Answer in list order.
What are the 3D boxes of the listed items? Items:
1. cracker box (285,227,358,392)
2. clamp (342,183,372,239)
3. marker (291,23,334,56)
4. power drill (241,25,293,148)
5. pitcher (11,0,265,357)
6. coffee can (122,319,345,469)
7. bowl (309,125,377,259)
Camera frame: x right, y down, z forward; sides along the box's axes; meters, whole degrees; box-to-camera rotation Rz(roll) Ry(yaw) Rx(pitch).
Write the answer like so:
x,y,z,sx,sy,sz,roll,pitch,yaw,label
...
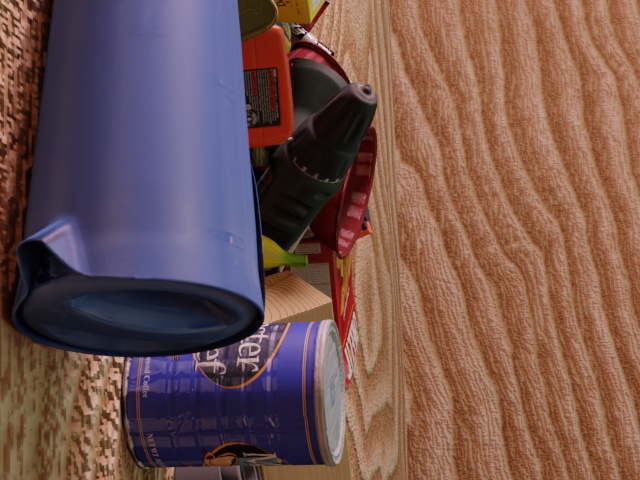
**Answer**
x,y,z,sx,sy,sz,roll,pitch,yaw,label
0.005,0.070,1.400,0.164,0.072,0.214,-69,155,-68,cracker box
0.021,-0.097,1.384,0.164,0.036,0.210,50,20,-51,clamp
-0.031,-0.235,1.181,0.020,0.121,0.020,-47,171,-10,marker
-0.065,-0.172,0.946,0.188,0.057,0.184,-109,-168,-66,power drill
-0.096,-0.058,0.621,0.149,0.145,0.243,117,-27,-64,pitcher
-0.058,0.110,0.763,0.102,0.140,0.103,-3,90,-81,coffee can
0.019,-0.062,1.257,0.162,0.055,0.162,14,90,-78,bowl
